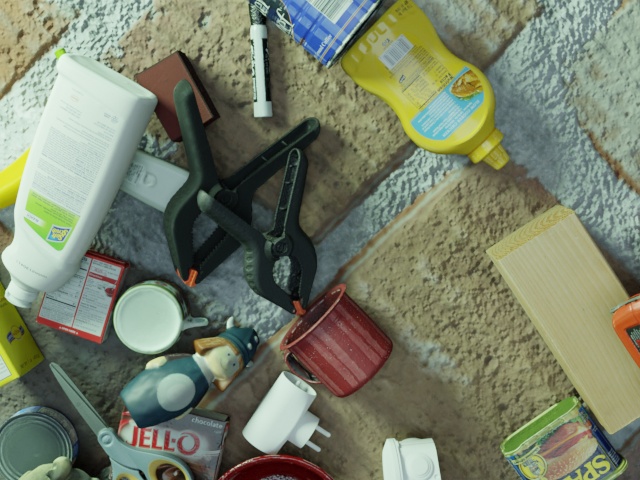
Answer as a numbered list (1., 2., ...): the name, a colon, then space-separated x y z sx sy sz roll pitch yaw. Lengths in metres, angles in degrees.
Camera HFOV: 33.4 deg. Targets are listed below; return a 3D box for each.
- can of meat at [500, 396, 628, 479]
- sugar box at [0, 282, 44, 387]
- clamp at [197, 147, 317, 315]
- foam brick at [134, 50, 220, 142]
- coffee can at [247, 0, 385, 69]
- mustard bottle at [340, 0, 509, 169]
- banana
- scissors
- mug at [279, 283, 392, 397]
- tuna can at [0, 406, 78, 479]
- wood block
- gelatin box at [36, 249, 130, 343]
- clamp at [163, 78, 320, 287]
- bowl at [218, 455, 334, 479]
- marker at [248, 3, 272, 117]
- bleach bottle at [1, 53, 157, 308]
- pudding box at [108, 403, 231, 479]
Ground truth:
1. can of meat: 0.250 0.222 1.104 0.102 0.057 0.084 -36 92 5
2. sugar box: -0.352 0.062 1.085 0.048 0.093 0.176 -26 95 3
3. clamp: -0.057 0.001 1.073 0.120 0.039 0.171 -15 109 -17
4. foam brick: -0.143 -0.145 1.079 0.051 0.053 0.078 -29 95 4
5. coffee can: -0.014 -0.251 1.039 0.140 0.103 0.103 39 95 -3
6. mustard bottle: 0.117 -0.144 1.069 0.191 0.058 0.096 45 94 -3
7. banana: -0.291 -0.097 1.098 0.070 0.037 0.198 36 95 16
8. scissors: -0.197 0.203 1.096 0.096 0.016 0.202 -21 94 5
9. mug: 0.011 0.111 1.089 0.081 0.093 0.117 46 125 -8
10. tuna can: -0.301 0.220 1.130 0.086 0.034 0.086 0 96 1
11. wood block: 0.264 0.076 1.072 0.091 0.090 0.206 -34 95 5
12. gelatin box: -0.247 0.054 1.114 0.073 0.030 0.089 18 96 1
13. clamp: -0.092 -0.051 1.079 0.164 0.036 0.210 5 112 -30
14. bowl: -0.044 0.296 1.120 0.162 0.055 0.162 0 96 1
15. marker: -0.061 -0.187 1.089 0.020 0.020 0.121 -2 96 2
16. bleach bottle: -0.256 -0.050 1.053 0.102 0.068 0.251 30 104 7
17. pudding box: -0.158 0.216 1.123 0.113 0.039 0.090 12 96 1
